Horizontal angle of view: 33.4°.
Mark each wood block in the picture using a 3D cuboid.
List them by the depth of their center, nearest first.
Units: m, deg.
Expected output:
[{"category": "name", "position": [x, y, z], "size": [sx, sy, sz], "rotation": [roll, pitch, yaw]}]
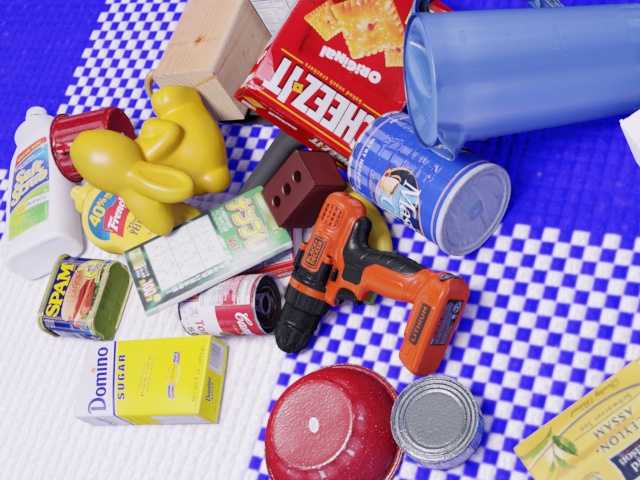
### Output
[{"category": "wood block", "position": [-0.118, -0.256, 1.331], "size": [0.091, 0.090, 0.206], "rotation": [0, 55, 31]}]

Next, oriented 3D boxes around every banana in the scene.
[{"category": "banana", "position": [0.031, -0.021, 1.180], "size": [0.070, 0.037, 0.198], "rotation": [-37, 53, 7]}]

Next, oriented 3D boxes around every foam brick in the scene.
[{"category": "foam brick", "position": [-0.019, -0.056, 1.170], "size": [0.078, 0.051, 0.053], "rotation": [-49, 58, 37]}]

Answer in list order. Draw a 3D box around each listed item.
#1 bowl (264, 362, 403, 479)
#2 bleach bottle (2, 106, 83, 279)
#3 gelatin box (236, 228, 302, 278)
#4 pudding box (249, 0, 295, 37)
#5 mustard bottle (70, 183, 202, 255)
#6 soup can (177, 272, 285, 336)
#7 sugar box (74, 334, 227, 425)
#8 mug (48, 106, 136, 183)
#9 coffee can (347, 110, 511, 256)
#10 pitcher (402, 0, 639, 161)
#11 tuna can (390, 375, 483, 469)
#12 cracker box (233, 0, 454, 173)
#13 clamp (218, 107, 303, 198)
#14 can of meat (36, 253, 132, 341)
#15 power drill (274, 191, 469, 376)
[{"category": "bowl", "position": [0.003, 0.192, 1.072], "size": [0.162, 0.055, 0.162], "rotation": [-13, 60, 23]}, {"category": "bleach bottle", "position": [-0.377, -0.076, 1.423], "size": [0.103, 0.068, 0.251], "rotation": [-27, 53, 14]}, {"category": "gelatin box", "position": [-0.058, 0.002, 1.222], "size": [0.073, 0.030, 0.089], "rotation": [-15, 59, 21]}, {"category": "pudding box", "position": [-0.027, -0.277, 1.298], "size": [0.090, 0.113, 0.039], "rotation": [4, 56, 31]}, {"category": "mustard bottle", "position": [-0.233, -0.025, 1.301], "size": [0.192, 0.058, 0.096], "rotation": [25, 79, 29]}, {"category": "soup can", "position": [-0.099, 0.072, 1.183], "size": [0.102, 0.068, 0.068], "rotation": [-4, 63, 28]}, {"category": "sugar box", "position": [-0.193, 0.159, 1.205], "size": [0.176, 0.048, 0.093], "rotation": [-6, 63, 26]}, {"category": "mug", "position": [-0.296, -0.126, 1.374], "size": [0.082, 0.117, 0.093], "rotation": [-10, 93, 19]}, {"category": "coffee can", "position": [0.112, -0.061, 1.113], "size": [0.140, 0.102, 0.103], "rotation": [36, 86, 38]}, {"category": "pitcher", "position": [0.206, -0.179, 1.056], "size": [0.242, 0.149, 0.145], "rotation": [-7, 29, -7]}, {"category": "tuna can", "position": [0.113, 0.176, 1.026], "size": [0.086, 0.033, 0.086], "rotation": [-9, 62, 17]}, {"category": "cracker box", "position": [0.030, -0.208, 1.200], "size": [0.213, 0.164, 0.072], "rotation": [-59, 10, -10]}, {"category": "clamp", "position": [-0.033, -0.133, 1.274], "size": [0.210, 0.036, 0.164], "rotation": [-22, 55, 17]}, {"category": "can of meat", "position": [-0.285, 0.070, 1.297], "size": [0.084, 0.057, 0.102], "rotation": [4, 68, 28]}, {"category": "power drill", "position": [0.046, 0.064, 1.097], "size": [0.188, 0.057, 0.184], "rotation": [29, 104, 31]}]
